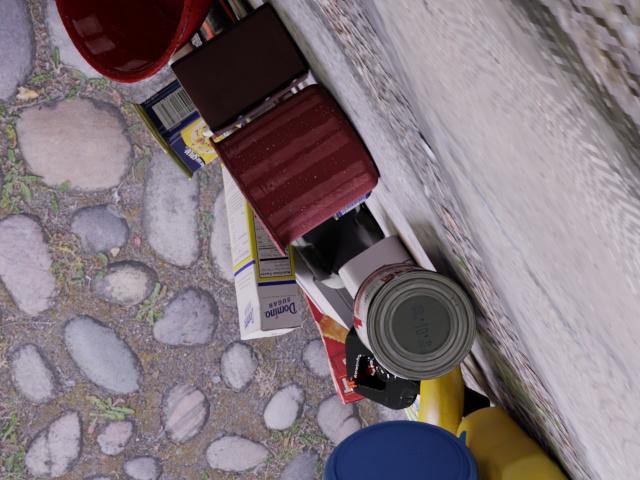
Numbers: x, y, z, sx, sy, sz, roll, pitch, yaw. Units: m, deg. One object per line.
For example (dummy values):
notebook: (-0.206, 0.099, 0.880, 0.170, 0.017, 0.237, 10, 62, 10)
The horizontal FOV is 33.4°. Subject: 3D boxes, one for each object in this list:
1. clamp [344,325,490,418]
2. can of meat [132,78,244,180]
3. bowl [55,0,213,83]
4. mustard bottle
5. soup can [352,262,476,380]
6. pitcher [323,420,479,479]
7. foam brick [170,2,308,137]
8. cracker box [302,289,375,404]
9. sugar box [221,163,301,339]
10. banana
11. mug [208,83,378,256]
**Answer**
clamp: (0.065, 0.104, 1.016, 0.164, 0.036, 0.210, 59, 156, -1)
can of meat: (-0.111, -0.112, 0.972, 0.057, 0.084, 0.102, 55, 180, 20)
bowl: (-0.116, -0.188, 0.712, 0.162, 0.055, 0.162, 16, 112, 43)
mustard bottle: (0.141, 0.178, 0.807, 0.191, 0.058, 0.096, -125, 14, -81)
soup can: (0.057, 0.049, 0.677, 0.068, 0.068, 0.102, 57, 178, -2)
pitcher: (0.057, 0.253, 0.798, 0.145, 0.149, 0.243, -85, -10, -59)
foam brick: (-0.053, -0.113, 0.717, 0.051, 0.078, 0.053, 57, -179, 1)
cracker box: (0.015, 0.057, 1.208, 0.164, 0.072, 0.214, -102, -7, -80)
sugar box: (-0.056, 0.001, 1.004, 0.093, 0.048, 0.176, 149, 113, -72)
banana: (0.101, 0.143, 0.898, 0.198, 0.037, 0.069, 88, -169, -49)
mug: (-0.013, -0.045, 0.715, 0.093, 0.081, 0.117, 57, 179, 25)
